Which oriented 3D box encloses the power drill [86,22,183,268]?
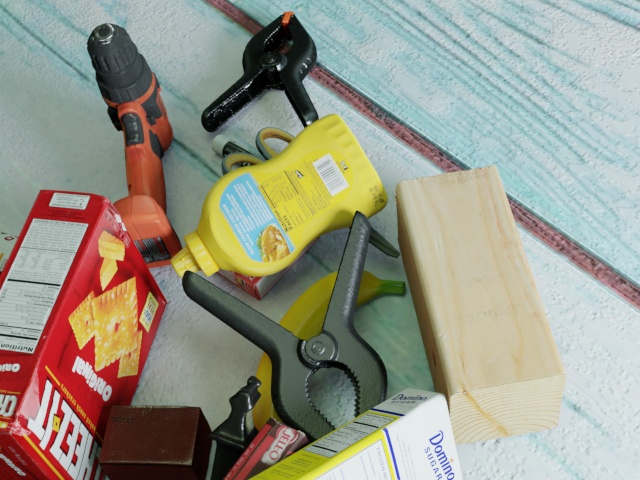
[{"bbox_3d":[-0.169,-0.082,0.978,0.057,0.184,0.187,-9,63,4],"label":"power drill"}]

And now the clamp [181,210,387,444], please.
[{"bbox_3d":[-0.015,0.089,0.863,0.164,0.036,0.210,-13,74,-7],"label":"clamp"}]

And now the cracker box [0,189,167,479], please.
[{"bbox_3d":[-0.204,0.092,0.859,0.072,0.164,0.213,4,55,16],"label":"cracker box"}]

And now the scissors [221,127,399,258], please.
[{"bbox_3d":[-0.019,-0.037,0.977,0.096,0.016,0.202,-18,49,-22],"label":"scissors"}]

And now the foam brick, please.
[{"bbox_3d":[-0.131,0.167,0.861,0.078,0.051,0.053,0,54,10],"label":"foam brick"}]

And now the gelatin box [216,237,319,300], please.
[{"bbox_3d":[-0.056,0.001,0.980,0.073,0.030,0.089,32,66,28],"label":"gelatin box"}]

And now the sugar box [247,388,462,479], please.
[{"bbox_3d":[0.025,0.181,0.758,0.175,0.093,0.048,-23,16,-40],"label":"sugar box"}]

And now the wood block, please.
[{"bbox_3d":[0.125,0.050,0.872,0.090,0.091,0.206,-10,53,-1],"label":"wood block"}]

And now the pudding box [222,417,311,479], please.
[{"bbox_3d":[-0.033,0.197,0.781,0.039,0.113,0.090,23,61,35],"label":"pudding box"}]

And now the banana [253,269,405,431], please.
[{"bbox_3d":[-0.009,0.087,0.904,0.070,0.037,0.197,27,64,27],"label":"banana"}]

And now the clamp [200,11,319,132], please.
[{"bbox_3d":[-0.058,-0.169,1.099,0.120,0.039,0.171,0,48,5],"label":"clamp"}]

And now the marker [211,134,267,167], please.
[{"bbox_3d":[-0.057,-0.071,1.039,0.121,0.020,0.020,30,64,27],"label":"marker"}]

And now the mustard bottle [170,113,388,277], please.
[{"bbox_3d":[-0.044,-0.024,0.928,0.191,0.058,0.096,-31,89,-3],"label":"mustard bottle"}]
